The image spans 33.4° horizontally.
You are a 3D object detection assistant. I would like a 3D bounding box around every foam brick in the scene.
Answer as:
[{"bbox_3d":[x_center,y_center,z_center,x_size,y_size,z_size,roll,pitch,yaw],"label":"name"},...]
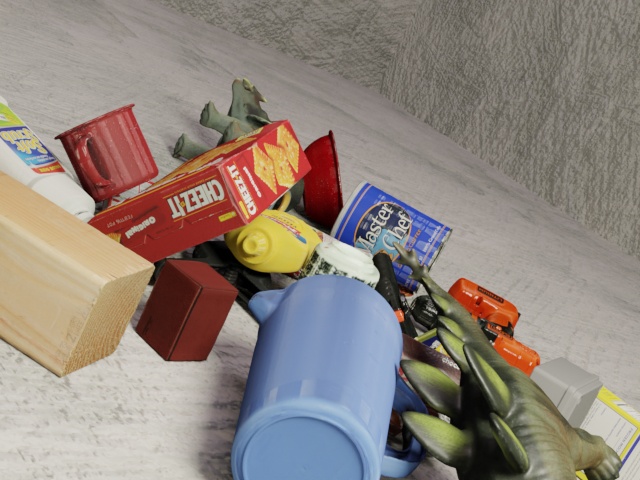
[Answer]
[{"bbox_3d":[-0.120,0.062,0.958,0.053,0.078,0.051,37,19,35],"label":"foam brick"}]

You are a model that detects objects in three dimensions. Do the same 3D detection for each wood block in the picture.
[{"bbox_3d":[-0.253,0.012,0.868,0.206,0.090,0.090,31,15,12],"label":"wood block"}]

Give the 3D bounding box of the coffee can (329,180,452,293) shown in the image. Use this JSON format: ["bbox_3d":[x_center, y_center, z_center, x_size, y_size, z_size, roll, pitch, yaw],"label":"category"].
[{"bbox_3d":[0.095,-0.005,1.460,0.140,0.103,0.102,29,14,9],"label":"coffee can"}]

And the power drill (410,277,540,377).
[{"bbox_3d":[0.206,0.110,1.445,0.184,0.057,0.187,31,17,-1],"label":"power drill"}]

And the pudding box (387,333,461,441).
[{"bbox_3d":[0.082,0.143,1.025,0.113,0.090,0.039,28,-26,-5],"label":"pudding box"}]

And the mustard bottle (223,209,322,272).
[{"bbox_3d":[-0.058,0.001,1.192,0.096,0.058,0.191,28,7,7],"label":"mustard bottle"}]

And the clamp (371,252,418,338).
[{"bbox_3d":[0.080,0.068,1.223,0.171,0.039,0.120,37,28,-82],"label":"clamp"}]

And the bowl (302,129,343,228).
[{"bbox_3d":[-0.001,-0.088,1.643,0.055,0.162,0.162,-6,18,-3],"label":"bowl"}]

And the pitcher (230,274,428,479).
[{"bbox_3d":[0.008,0.132,0.862,0.149,0.145,0.242,-7,16,7],"label":"pitcher"}]

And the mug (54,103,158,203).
[{"bbox_3d":[-0.226,-0.088,1.127,0.117,0.093,0.081,-59,127,-76],"label":"mug"}]

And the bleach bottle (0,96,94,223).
[{"bbox_3d":[-0.313,-0.075,1.130,0.251,0.068,0.102,38,15,27],"label":"bleach bottle"}]

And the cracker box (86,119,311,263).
[{"bbox_3d":[-0.120,-0.048,1.105,0.072,0.164,0.213,64,22,-9],"label":"cracker box"}]

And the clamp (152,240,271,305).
[{"bbox_3d":[-0.107,0.036,1.163,0.164,0.036,0.210,25,12,-15],"label":"clamp"}]
